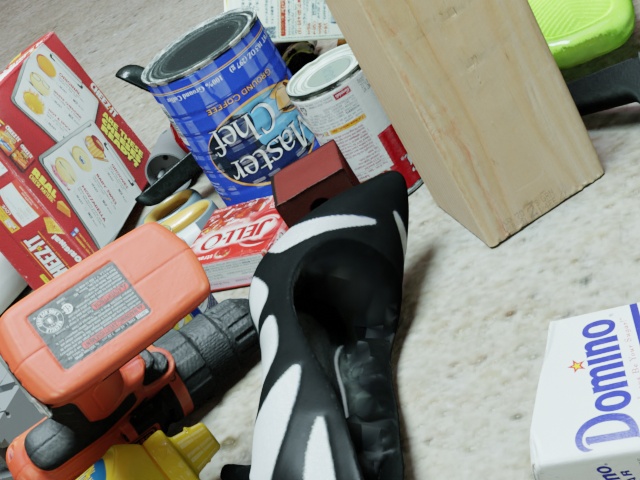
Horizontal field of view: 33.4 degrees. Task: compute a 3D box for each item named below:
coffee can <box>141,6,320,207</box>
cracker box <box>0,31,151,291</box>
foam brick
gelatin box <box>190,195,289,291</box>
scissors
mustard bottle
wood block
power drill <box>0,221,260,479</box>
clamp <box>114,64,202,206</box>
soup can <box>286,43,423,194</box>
[{"bbox_3d":[-0.060,-0.096,0.841,0.103,0.140,0.103,-25,28,14],"label":"coffee can"},{"bbox_3d":[-0.241,-0.071,0.945,0.072,0.164,0.213,-29,22,20],"label":"cracker box"},{"bbox_3d":[0.008,-0.016,0.706,0.053,0.078,0.051,-30,27,8],"label":"foam brick"},{"bbox_3d":[-0.055,0.001,0.795,0.089,0.030,0.073,-12,34,35],"label":"gelatin box"},{"bbox_3d":[-0.175,0.011,0.922,0.202,0.016,0.096,-27,26,11],"label":"scissors"},{"bbox_3d":[-0.134,0.165,0.571,0.191,0.058,0.096,-38,10,-12],"label":"mustard bottle"},{"bbox_3d":[0.079,-0.112,0.648,0.090,0.206,0.091,-33,26,-3],"label":"wood block"},{"bbox_3d":[-0.101,0.065,0.603,0.184,0.188,0.057,-37,71,-21],"label":"power drill"},{"bbox_3d":[-0.093,-0.108,0.918,0.171,0.120,0.039,-18,14,-9],"label":"clamp"},{"bbox_3d":[0.028,-0.082,0.766,0.068,0.102,0.068,-25,27,14],"label":"soup can"}]
